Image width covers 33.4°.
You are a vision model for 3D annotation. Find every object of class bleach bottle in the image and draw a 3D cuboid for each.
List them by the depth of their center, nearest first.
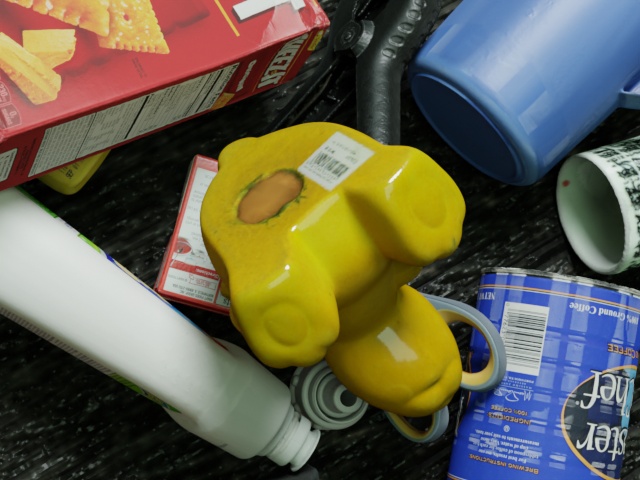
[{"bbox_3d":[-0.110,0.050,0.601,0.250,0.103,0.068,36,79,-11],"label":"bleach bottle"}]

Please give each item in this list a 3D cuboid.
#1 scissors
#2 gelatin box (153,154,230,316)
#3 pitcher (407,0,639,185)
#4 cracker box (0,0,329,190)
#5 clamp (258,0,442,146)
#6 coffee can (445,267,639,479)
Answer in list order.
[{"bbox_3d":[0.047,0.019,0.635,0.096,0.016,0.202,-22,80,32],"label":"scissors"},{"bbox_3d":[-0.054,0.001,0.649,0.073,0.030,0.089,16,83,-12],"label":"gelatin box"},{"bbox_3d":[0.179,-0.144,0.656,0.242,0.149,0.145,-45,114,-8],"label":"pitcher"},{"bbox_3d":[-0.124,-0.138,0.573,0.213,0.072,0.164,-26,81,-33],"label":"cracker box"},{"bbox_3d":[0.020,-0.107,0.643,0.039,0.120,0.171,39,62,-40],"label":"clamp"},{"bbox_3d":[0.136,0.095,0.646,0.102,0.103,0.140,12,84,-11],"label":"coffee can"}]
